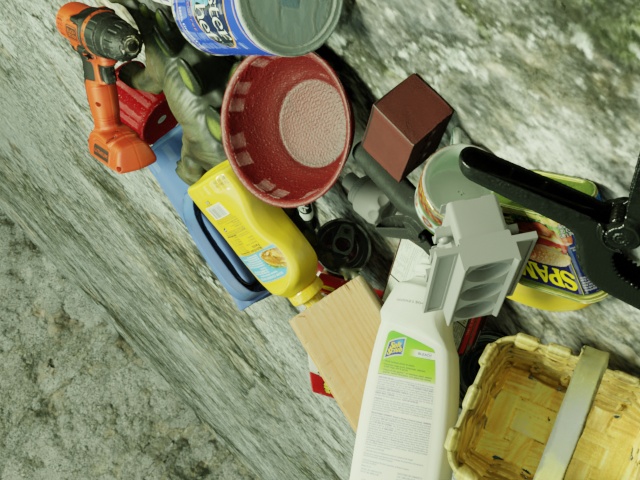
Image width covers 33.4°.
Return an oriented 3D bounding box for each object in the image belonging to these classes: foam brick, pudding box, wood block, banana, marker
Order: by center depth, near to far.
[{"bbox_3d":[0.076,-0.099,0.944,0.051,0.053,0.078,46,161,12],"label":"foam brick"},{"bbox_3d":[0.178,0.026,0.971,0.198,0.037,0.069,31,154,43],"label":"banana"},{"bbox_3d":[0.121,0.051,1.088,0.114,0.039,0.090,36,125,31],"label":"pudding box"},{"bbox_3d":[0.063,0.150,1.111,0.206,0.091,0.090,59,-176,14],"label":"wood block"},{"bbox_3d":[-0.020,-0.049,1.295,0.020,0.020,0.121,39,157,29],"label":"marker"}]

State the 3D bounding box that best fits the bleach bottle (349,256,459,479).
[{"bbox_3d":[0.095,0.142,1.024,0.103,0.251,0.068,9,173,17],"label":"bleach bottle"}]

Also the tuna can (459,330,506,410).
[{"bbox_3d":[0.170,0.138,1.120,0.086,0.086,0.034,51,159,-2],"label":"tuna can"}]

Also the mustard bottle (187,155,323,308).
[{"bbox_3d":[-0.057,0.001,1.147,0.191,0.058,0.096,53,147,-11],"label":"mustard bottle"}]

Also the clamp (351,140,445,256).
[{"bbox_3d":[0.091,-0.027,0.993,0.172,0.039,0.120,30,157,49],"label":"clamp"}]

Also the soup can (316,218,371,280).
[{"bbox_3d":[0.016,0.021,1.270,0.068,0.068,0.102,48,161,6],"label":"soup can"}]

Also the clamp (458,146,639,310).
[{"bbox_3d":[0.206,-0.014,0.767,0.165,0.036,0.210,-11,127,34],"label":"clamp"}]

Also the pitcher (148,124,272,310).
[{"bbox_3d":[-0.119,-0.037,1.359,0.243,0.145,0.149,54,164,-3],"label":"pitcher"}]

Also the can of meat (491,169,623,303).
[{"bbox_3d":[0.190,-0.006,0.859,0.102,0.057,0.084,19,142,56],"label":"can of meat"}]

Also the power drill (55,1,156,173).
[{"bbox_3d":[-0.240,-0.177,1.235,0.185,0.057,0.188,34,137,52],"label":"power drill"}]

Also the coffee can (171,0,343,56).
[{"bbox_3d":[-0.059,-0.216,0.950,0.141,0.102,0.102,17,142,58],"label":"coffee can"}]

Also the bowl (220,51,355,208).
[{"bbox_3d":[-0.022,-0.115,1.058,0.162,0.055,0.162,7,101,36],"label":"bowl"}]

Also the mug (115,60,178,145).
[{"bbox_3d":[-0.236,-0.181,1.445,0.081,0.093,0.117,38,-171,20],"label":"mug"}]
